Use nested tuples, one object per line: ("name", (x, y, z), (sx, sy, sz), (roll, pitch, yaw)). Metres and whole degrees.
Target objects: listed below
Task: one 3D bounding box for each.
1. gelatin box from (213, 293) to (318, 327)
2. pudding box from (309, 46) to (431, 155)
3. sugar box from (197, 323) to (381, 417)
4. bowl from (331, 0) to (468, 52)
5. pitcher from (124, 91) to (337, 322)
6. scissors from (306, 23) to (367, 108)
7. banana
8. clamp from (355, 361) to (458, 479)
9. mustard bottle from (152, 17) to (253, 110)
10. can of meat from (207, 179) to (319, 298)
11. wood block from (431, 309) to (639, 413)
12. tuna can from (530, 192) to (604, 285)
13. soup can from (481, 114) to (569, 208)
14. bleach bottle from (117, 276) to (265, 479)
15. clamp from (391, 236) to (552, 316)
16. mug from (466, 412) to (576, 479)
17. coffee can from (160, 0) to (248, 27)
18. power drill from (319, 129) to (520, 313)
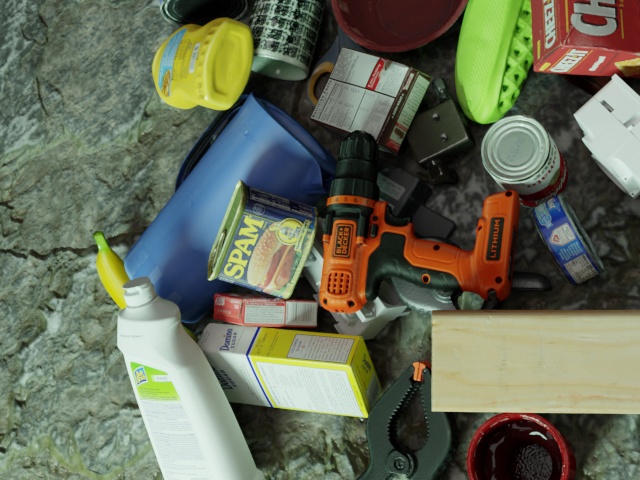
("gelatin box", (-0.058, 0.072, 1.110), (0.073, 0.089, 0.030), (4, 90, 62))
("pudding box", (0.051, -0.149, 1.125), (0.114, 0.039, 0.090), (26, 93, 46))
("sugar box", (-0.033, 0.133, 1.097), (0.176, 0.093, 0.048), (5, 48, 25))
("bowl", (0.095, -0.271, 1.158), (0.162, 0.055, 0.162), (-5, 76, 22))
("pitcher", (-0.103, -0.037, 1.155), (0.145, 0.149, 0.243), (41, 100, -7))
("scissors", (0.014, -0.230, 1.205), (0.096, 0.016, 0.202), (-22, 70, 17))
("banana", (-0.196, 0.076, 1.197), (0.037, 0.070, 0.198), (-40, 71, -18))
("clamp", (0.074, 0.223, 1.055), (0.165, 0.036, 0.210), (3, 87, 24))
("mustard bottle", (-0.144, -0.197, 1.206), (0.192, 0.058, 0.096), (12, 89, 59))
("can of meat", (-0.057, 0.001, 1.062), (0.083, 0.057, 0.102), (17, 114, -14))
("wood block", (0.205, 0.108, 0.968), (0.206, 0.091, 0.090), (0, 88, 6))
("tuna can", (0.236, 0.000, 1.019), (0.034, 0.086, 0.086), (-30, 68, 16))
("soup can", (0.201, -0.076, 1.042), (0.069, 0.102, 0.068), (-5, 75, 21))
("bleach bottle", (-0.140, 0.155, 1.080), (0.103, 0.068, 0.251), (-5, 111, 32))
("clamp", (0.139, 0.043, 1.054), (0.120, 0.039, 0.171), (-46, 72, 0))
("mug", (0.184, 0.217, 0.992), (0.093, 0.081, 0.117), (41, 95, 25))
("coffee can", (-0.141, -0.334, 1.247), (0.103, 0.102, 0.140), (-12, 74, 20))
("power drill", (0.095, -0.015, 1.031), (0.188, 0.057, 0.184), (4, 79, 18))
